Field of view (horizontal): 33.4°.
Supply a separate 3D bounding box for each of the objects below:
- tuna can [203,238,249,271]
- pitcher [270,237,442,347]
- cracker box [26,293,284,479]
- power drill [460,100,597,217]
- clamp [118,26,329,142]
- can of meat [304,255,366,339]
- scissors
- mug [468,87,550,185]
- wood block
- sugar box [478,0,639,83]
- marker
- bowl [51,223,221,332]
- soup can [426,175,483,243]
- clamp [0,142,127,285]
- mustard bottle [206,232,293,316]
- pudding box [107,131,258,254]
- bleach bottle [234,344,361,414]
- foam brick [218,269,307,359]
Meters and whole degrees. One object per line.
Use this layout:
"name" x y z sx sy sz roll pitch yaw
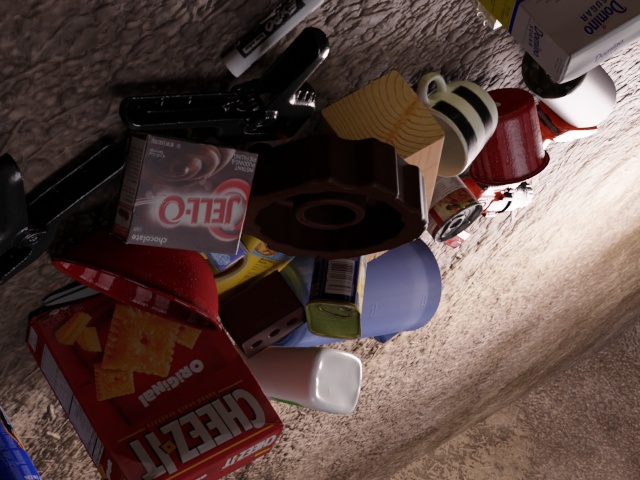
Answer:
"tuna can" -0.102 -0.015 0.977 0.034 0.086 0.086 -34 160 -2
"pitcher" 0.027 0.052 1.292 0.242 0.149 0.145 -8 162 -46
"cracker box" -0.161 0.138 1.033 0.163 0.214 0.072 -24 156 -30
"power drill" 0.276 -0.104 1.416 0.184 0.057 0.188 -7 145 -52
"clamp" -0.047 -0.115 0.863 0.165 0.036 0.209 -19 172 16
"can of meat" 0.019 0.048 1.124 0.057 0.084 0.102 5 156 6
"scissors" -0.163 0.011 1.024 0.201 0.016 0.096 -5 118 -25
"mug" 0.210 -0.126 1.207 0.117 0.093 0.081 -54 136 -48
"wood block" 0.059 -0.069 1.107 0.090 0.090 0.206 -30 159 -13
"sugar box" 0.172 -0.211 0.846 0.093 0.176 0.048 -30 159 -15
"marker" -0.026 -0.174 0.841 0.121 0.020 0.020 -39 159 9
"bowl" -0.153 0.027 0.948 0.162 0.162 0.055 62 48 -69
"soup can" 0.129 -0.057 1.223 0.068 0.102 0.068 -31 159 -13
"clamp" -0.236 -0.017 0.828 0.172 0.039 0.120 -45 156 24
"mustard bottle" -0.058 0.001 1.119 0.192 0.058 0.096 -44 153 21
"pudding box" -0.112 -0.039 0.884 0.113 0.039 0.090 7 98 -38
"bleach bottle" -0.085 0.145 1.199 0.251 0.068 0.102 2 167 35
"foam brick" -0.061 0.078 1.120 0.078 0.051 0.053 -32 159 -10
